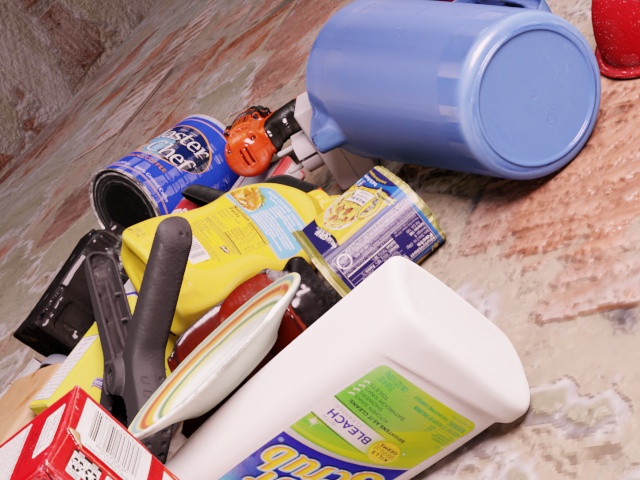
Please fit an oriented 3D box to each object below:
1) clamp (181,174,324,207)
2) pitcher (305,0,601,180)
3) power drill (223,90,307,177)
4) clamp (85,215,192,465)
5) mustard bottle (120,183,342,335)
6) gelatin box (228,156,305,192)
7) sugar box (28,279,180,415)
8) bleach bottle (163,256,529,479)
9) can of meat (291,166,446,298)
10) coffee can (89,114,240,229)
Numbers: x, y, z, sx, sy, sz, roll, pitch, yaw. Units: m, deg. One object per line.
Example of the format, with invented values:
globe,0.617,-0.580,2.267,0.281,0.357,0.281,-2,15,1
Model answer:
clamp,-0.066,-0.023,0.966,0.172,0.039,0.120,-22,59,21
pitcher,0.099,-0.120,0.778,0.243,0.144,0.149,-153,69,-65
power drill,-0.010,-0.138,1.077,0.188,0.057,0.184,-31,16,10
clamp,-0.126,0.088,0.741,0.165,0.036,0.210,-30,61,56
mustard bottle,-0.056,0.001,0.854,0.191,0.096,0.058,-23,-34,-31
gelatin box,-0.065,-0.041,1.070,0.089,0.030,0.073,-16,35,51
sugar box,-0.140,0.092,0.853,0.048,0.093,0.176,-13,36,54
bleach bottle,-0.015,0.121,0.575,0.251,0.102,0.068,-43,25,22
can of meat,0.034,-0.003,0.763,0.084,0.057,0.102,-41,20,1
coffee can,-0.159,-0.060,1.132,0.103,0.103,0.140,-22,13,46
